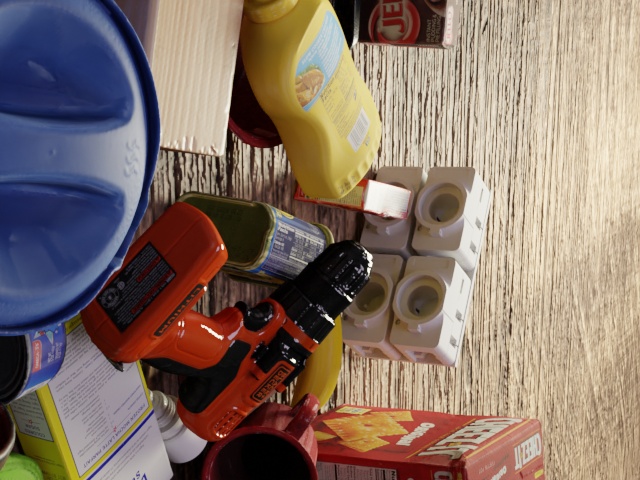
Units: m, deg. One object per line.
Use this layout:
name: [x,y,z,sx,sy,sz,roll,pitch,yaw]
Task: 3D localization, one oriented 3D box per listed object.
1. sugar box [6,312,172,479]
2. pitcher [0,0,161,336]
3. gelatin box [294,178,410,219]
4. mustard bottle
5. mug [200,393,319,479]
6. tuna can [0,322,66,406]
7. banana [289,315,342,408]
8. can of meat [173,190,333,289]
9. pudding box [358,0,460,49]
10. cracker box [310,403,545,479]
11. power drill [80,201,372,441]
sugar box: [-0.160,0.120,0.730,0.093,0.048,0.176,-45,137,-47]
pitcher: [-0.200,-0.052,0.430,0.144,0.243,0.149,-33,124,-51]
gelatin box: [0.031,-0.040,0.970,0.089,0.073,0.030,9,91,-59]
mustard bottle: [-0.012,-0.125,0.784,0.096,0.058,0.191,-63,145,-30]
mug: [-0.039,0.172,0.871,0.117,0.093,0.081,-57,-178,11]
tuna can: [-0.190,0.052,0.625,0.033,0.086,0.086,-24,118,-56]
banana: [-0.010,0.074,0.939,0.069,0.037,0.198,-27,121,-50]
can of meat: [-0.055,0.001,0.816,0.083,0.102,0.057,23,78,-56]
pudding box: [0.084,-0.237,0.991,0.039,0.090,0.113,-5,101,-59]
cracker box: [0.071,0.201,0.961,0.163,0.214,0.072,-11,98,-56]
power drill: [-0.058,0.046,0.724,0.184,0.057,0.187,-48,145,0]
